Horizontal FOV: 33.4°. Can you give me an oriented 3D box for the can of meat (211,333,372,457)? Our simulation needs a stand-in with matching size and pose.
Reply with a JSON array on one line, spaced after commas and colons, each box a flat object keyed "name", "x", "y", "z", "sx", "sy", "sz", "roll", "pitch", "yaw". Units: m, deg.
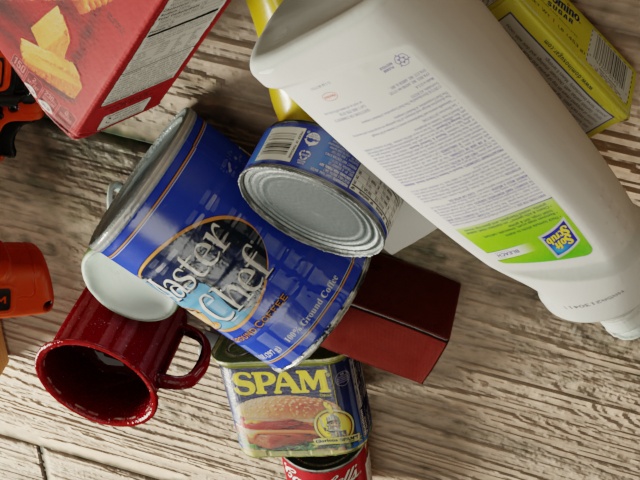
[{"name": "can of meat", "x": -0.017, "y": 0.104, "z": 0.752, "sx": 0.102, "sy": 0.057, "sz": 0.084, "roll": -4, "pitch": 116, "yaw": 15}]

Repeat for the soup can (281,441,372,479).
[{"name": "soup can", "x": 0.006, "y": 0.179, "z": 0.828, "sx": 0.068, "sy": 0.068, "sz": 0.102, "roll": 6, "pitch": 135, "yaw": 15}]

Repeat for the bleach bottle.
[{"name": "bleach bottle", "x": 0.085, "y": -0.033, "z": 0.531, "sx": 0.103, "sy": 0.068, "sz": 0.250, "roll": -17, "pitch": 129, "yaw": 44}]

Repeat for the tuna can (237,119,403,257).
[{"name": "tuna can", "x": 0.001, "y": -0.027, "z": 0.574, "sx": 0.086, "sy": 0.033, "sz": 0.086, "roll": 23, "pitch": 158, "yaw": 9}]

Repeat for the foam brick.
[{"name": "foam brick", "x": 0.045, "y": 0.048, "z": 0.697, "sx": 0.078, "sy": 0.053, "sz": 0.051, "roll": 20, "pitch": 136, "yaw": 2}]

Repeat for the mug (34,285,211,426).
[{"name": "mug", "x": -0.135, "y": 0.076, "z": 0.771, "sx": 0.117, "sy": 0.081, "sz": 0.093, "roll": 8, "pitch": 134, "yaw": 14}]

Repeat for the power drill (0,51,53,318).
[{"name": "power drill", "x": -0.183, "y": -0.045, "z": 0.614, "sx": 0.184, "sy": 0.057, "sz": 0.188, "roll": -3, "pitch": 122, "yaw": -28}]

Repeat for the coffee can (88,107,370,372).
[{"name": "coffee can", "x": -0.054, "y": 0.001, "z": 0.653, "sx": 0.140, "sy": 0.102, "sz": 0.103, "roll": 36, "pitch": 134, "yaw": -15}]

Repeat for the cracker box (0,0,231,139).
[{"name": "cracker box", "x": -0.104, "y": -0.169, "z": 0.479, "sx": 0.164, "sy": 0.072, "sz": 0.214, "roll": 52, "pitch": 139, "yaw": 4}]
